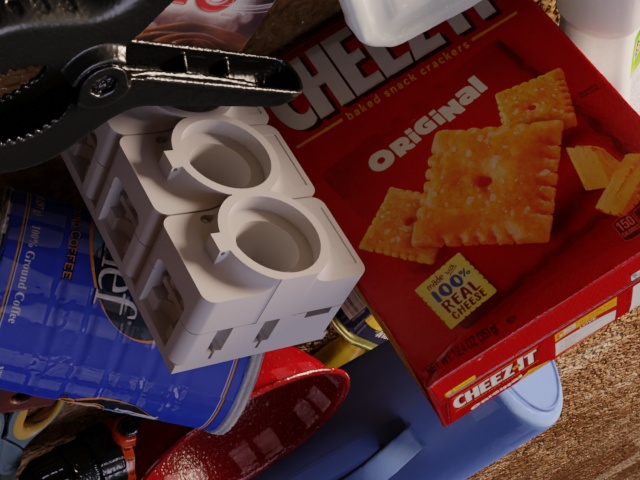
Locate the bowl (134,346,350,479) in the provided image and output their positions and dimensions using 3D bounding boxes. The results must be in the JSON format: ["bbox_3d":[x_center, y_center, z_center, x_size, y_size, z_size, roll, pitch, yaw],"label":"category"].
[{"bbox_3d":[-0.062,0.113,0.706,0.162,0.055,0.162,-28,155,-14],"label":"bowl"}]

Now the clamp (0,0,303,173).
[{"bbox_3d":[-0.090,-0.073,0.438,0.210,0.036,0.164,-28,156,-10],"label":"clamp"}]

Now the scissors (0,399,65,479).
[{"bbox_3d":[-0.241,0.159,0.768,0.096,0.016,0.202,-7,142,-44],"label":"scissors"}]

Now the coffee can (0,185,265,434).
[{"bbox_3d":[-0.108,0.038,0.560,0.140,0.103,0.103,15,133,-18],"label":"coffee can"}]

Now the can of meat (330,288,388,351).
[{"bbox_3d":[0.055,0.040,0.838,0.084,0.057,0.102,-41,151,13],"label":"can of meat"}]

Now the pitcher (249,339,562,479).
[{"bbox_3d":[0.053,0.145,0.800,0.144,0.149,0.243,27,129,-37],"label":"pitcher"}]

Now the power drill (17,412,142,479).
[{"bbox_3d":[-0.126,0.115,0.769,0.184,0.057,0.188,-22,154,-33],"label":"power drill"}]

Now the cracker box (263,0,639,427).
[{"bbox_3d":[0.073,-0.038,0.558,0.164,0.214,0.072,-32,151,-2],"label":"cracker box"}]
